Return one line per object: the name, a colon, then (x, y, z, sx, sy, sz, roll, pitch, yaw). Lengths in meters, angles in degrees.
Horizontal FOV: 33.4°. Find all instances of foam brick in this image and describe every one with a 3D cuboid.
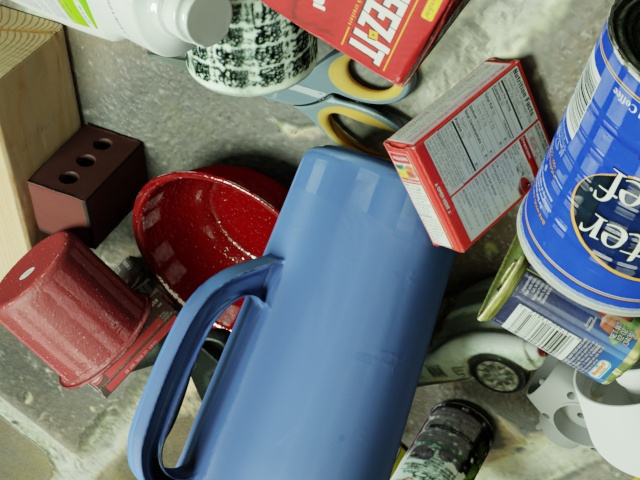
foam brick: (-0.173, -0.041, 0.804, 0.053, 0.078, 0.051, 18, 137, 17)

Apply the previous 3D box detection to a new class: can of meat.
can of meat: (0.150, 0.023, 0.620, 0.084, 0.102, 0.058, 30, 140, 4)

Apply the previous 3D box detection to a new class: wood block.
wood block: (-0.241, -0.067, 0.819, 0.091, 0.090, 0.206, 19, 137, 19)

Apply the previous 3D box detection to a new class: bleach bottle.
bleach bottle: (-0.132, -0.154, 0.597, 0.251, 0.068, 0.102, 33, 162, 39)

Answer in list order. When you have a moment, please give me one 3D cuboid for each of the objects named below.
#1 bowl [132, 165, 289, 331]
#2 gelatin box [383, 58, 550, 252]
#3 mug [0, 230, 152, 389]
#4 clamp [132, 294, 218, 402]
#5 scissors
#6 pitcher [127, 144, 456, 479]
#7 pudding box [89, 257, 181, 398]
bowl: (-0.055, 0.001, 0.778, 0.162, 0.055, 0.162, 20, 137, 19)
gelatin box: (0.087, -0.049, 0.603, 0.030, 0.089, 0.073, 17, 142, 55)
mug: (-0.187, 0.043, 0.787, 0.081, 0.093, 0.117, 48, -178, -24)
clamp: (-0.123, 0.092, 0.930, 0.120, 0.039, 0.172, 20, 135, 11)
scissors: (-0.021, -0.111, 0.677, 0.202, 0.016, 0.096, 29, 138, 9)
pitcher: (-0.005, 0.067, 0.652, 0.145, 0.243, 0.149, 19, 179, 14)
pudding box: (-0.164, 0.068, 0.861, 0.039, 0.090, 0.114, 47, 172, -22)
